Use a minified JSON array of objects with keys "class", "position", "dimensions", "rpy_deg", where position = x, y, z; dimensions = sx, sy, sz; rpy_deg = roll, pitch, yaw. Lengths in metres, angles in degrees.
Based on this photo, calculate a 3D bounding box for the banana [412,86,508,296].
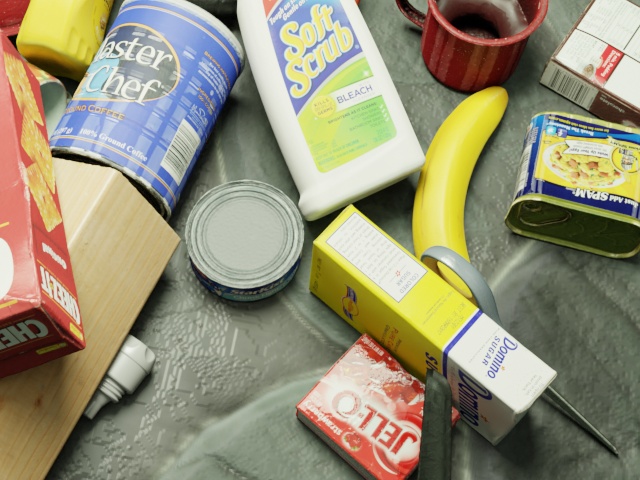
[{"class":"banana","position":[0.104,-0.036,0.806],"dimensions":[0.069,0.037,0.198],"rpy_deg":[18,67,-26]}]

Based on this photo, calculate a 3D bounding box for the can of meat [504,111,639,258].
[{"class":"can of meat","position":[0.196,-0.044,0.799],"dimensions":[0.102,0.057,0.084],"rpy_deg":[14,65,3]}]

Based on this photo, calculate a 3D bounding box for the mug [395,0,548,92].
[{"class":"mug","position":[0.113,-0.174,0.838],"dimensions":[0.117,0.081,0.093],"rpy_deg":[22,68,7]}]

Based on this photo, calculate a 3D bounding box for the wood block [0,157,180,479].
[{"class":"wood block","position":[-0.193,0.054,0.709],"dimensions":[0.091,0.090,0.206],"rpy_deg":[11,63,33]}]

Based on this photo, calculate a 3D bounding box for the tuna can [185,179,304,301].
[{"class":"tuna can","position":[-0.055,0.001,0.782],"dimensions":[0.086,0.034,0.086],"rpy_deg":[1,67,-2]}]

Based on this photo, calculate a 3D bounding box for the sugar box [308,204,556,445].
[{"class":"sugar box","position":[0.071,0.060,0.729],"dimensions":[0.176,0.093,0.048],"rpy_deg":[42,72,15]}]

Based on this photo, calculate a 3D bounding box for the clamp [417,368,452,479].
[{"class":"clamp","position":[0.048,0.209,0.682],"dimensions":[0.164,0.036,0.210],"rpy_deg":[-26,82,7]}]

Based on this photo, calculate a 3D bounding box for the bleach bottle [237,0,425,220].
[{"class":"bleach bottle","position":[-0.018,-0.148,0.788],"dimensions":[0.102,0.068,0.251],"rpy_deg":[-25,88,-7]}]

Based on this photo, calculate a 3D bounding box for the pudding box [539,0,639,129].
[{"class":"pudding box","position":[0.247,-0.139,0.853],"dimensions":[0.113,0.039,0.090],"rpy_deg":[33,69,10]}]

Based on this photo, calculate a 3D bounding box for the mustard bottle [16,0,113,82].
[{"class":"mustard bottle","position":[-0.177,-0.223,0.816],"dimensions":[0.058,0.096,0.191],"rpy_deg":[14,83,2]}]

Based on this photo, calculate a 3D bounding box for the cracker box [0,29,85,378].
[{"class":"cracker box","position":[-0.247,-0.011,0.656],"dimensions":[0.164,0.072,0.214],"rpy_deg":[-20,58,3]}]

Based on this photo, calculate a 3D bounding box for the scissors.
[{"class":"scissors","position":[0.132,0.069,0.732],"dimensions":[0.202,0.096,0.016],"rpy_deg":[36,66,16]}]

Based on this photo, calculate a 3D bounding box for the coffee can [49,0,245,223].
[{"class":"coffee can","position":[-0.129,-0.095,0.783],"dimensions":[0.103,0.103,0.140],"rpy_deg":[20,68,6]}]

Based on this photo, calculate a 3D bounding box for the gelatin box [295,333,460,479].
[{"class":"gelatin box","position":[0.039,0.120,0.736],"dimensions":[0.089,0.030,0.073],"rpy_deg":[40,71,14]}]
